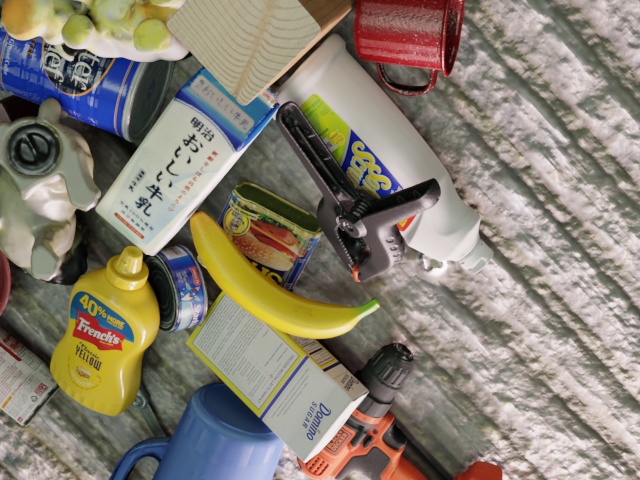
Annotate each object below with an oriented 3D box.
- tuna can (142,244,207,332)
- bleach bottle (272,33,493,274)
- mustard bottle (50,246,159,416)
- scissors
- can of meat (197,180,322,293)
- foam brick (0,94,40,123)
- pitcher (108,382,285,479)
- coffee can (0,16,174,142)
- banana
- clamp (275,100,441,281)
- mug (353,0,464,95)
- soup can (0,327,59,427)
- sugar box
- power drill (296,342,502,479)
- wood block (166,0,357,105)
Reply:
[{"bbox_3d":[-0.149,0.049,1.073,0.086,0.033,0.086,27,123,50],"label":"tuna can"},{"bbox_3d":[0.067,-0.068,0.981,0.251,0.068,0.103,44,146,-7],"label":"bleach bottle"},{"bbox_3d":[-0.212,0.084,1.078,0.096,0.058,0.192,34,124,15],"label":"mustard bottle"},{"bbox_3d":[-0.188,0.156,1.158,0.096,0.016,0.201,-38,98,22],"label":"scissors"},{"bbox_3d":[-0.057,0.001,1.050,0.102,0.057,0.084,28,110,1],"label":"can of meat"},{"bbox_3d":[-0.307,-0.113,1.052,0.051,0.078,0.053,-19,105,17],"label":"foam brick"},{"bbox_3d":[-0.133,0.271,1.132,0.149,0.145,0.243,11,113,-31],"label":"pitcher"},{"bbox_3d":[-0.221,-0.164,1.000,0.140,0.102,0.103,21,113,4],"label":"coffee can"},{"bbox_3d":[-0.045,0.044,1.014,0.197,0.037,0.069,26,90,-6],"label":"banana"},{"bbox_3d":[0.043,-0.023,0.964,0.165,0.036,0.210,29,153,28],"label":"clamp"},{"bbox_3d":[0.077,-0.183,0.937,0.081,0.093,0.117,9,123,14],"label":"mug"},{"bbox_3d":[-0.339,0.146,1.161,0.102,0.068,0.069,40,113,-5],"label":"soup can"},{"bbox_3d":[-0.045,0.127,1.073,0.176,0.048,0.093,42,115,13],"label":"sugar box"},{"bbox_3d":[0.091,0.213,1.096,0.187,0.057,0.185,36,117,1],"label":"power drill"},{"bbox_3d":[-0.037,-0.194,0.892,0.091,0.206,0.090,-41,97,22],"label":"wood block"}]
